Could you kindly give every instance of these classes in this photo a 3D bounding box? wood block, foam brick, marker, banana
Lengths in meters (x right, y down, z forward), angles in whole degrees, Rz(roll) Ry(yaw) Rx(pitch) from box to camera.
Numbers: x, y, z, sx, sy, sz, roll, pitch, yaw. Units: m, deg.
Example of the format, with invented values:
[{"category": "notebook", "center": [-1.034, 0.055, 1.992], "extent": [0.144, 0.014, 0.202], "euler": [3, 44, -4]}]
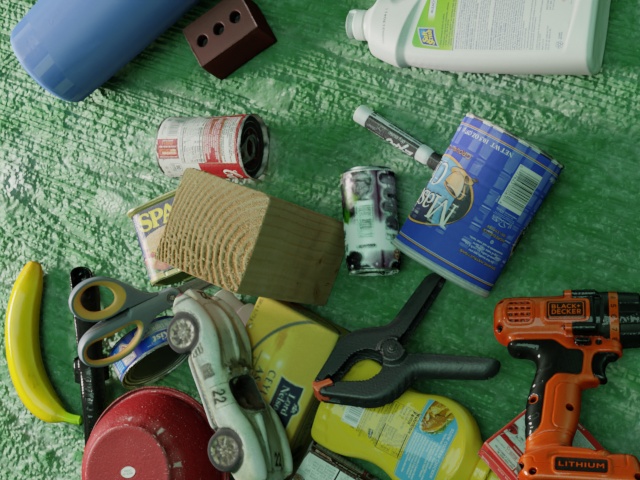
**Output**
[{"category": "wood block", "center": [-0.056, 0.001, 1.008], "extent": [0.091, 0.205, 0.090], "euler": [20, 92, 23]}, {"category": "foam brick", "center": [-0.097, -0.218, 1.135], "extent": [0.078, 0.051, 0.053], "euler": [-33, 72, 16]}, {"category": "marker", "center": [0.085, -0.098, 1.064], "extent": [0.121, 0.020, 0.020], "euler": [35, 97, 22]}, {"category": "banana", "center": [-0.320, 0.124, 1.198], "extent": [0.069, 0.037, 0.198], "euler": [-20, 77, 1]}]

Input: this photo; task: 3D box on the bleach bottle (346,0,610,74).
[{"category": "bleach bottle", "center": [0.145, -0.214, 1.030], "extent": [0.251, 0.068, 0.102], "euler": [7, 86, 25]}]

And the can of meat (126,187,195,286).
[{"category": "can of meat", "center": [-0.144, -0.006, 1.128], "extent": [0.102, 0.057, 0.084], "euler": [-22, 78, 18]}]

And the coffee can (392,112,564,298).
[{"category": "coffee can", "center": [0.145, -0.032, 0.986], "extent": [0.103, 0.102, 0.140], "euler": [32, 96, 22]}]

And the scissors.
[{"category": "scissors", "center": [-0.165, 0.045, 1.064], "extent": [0.201, 0.096, 0.016], "euler": [-39, 24, -21]}]

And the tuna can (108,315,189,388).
[{"category": "tuna can", "center": [-0.176, 0.116, 1.110], "extent": [0.086, 0.086, 0.034], "euler": [-40, 69, 13]}]

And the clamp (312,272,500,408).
[{"category": "clamp", "center": [0.078, 0.113, 0.993], "extent": [0.171, 0.039, 0.120], "euler": [-33, 53, -9]}]

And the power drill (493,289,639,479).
[{"category": "power drill", "center": [0.241, 0.129, 0.921], "extent": [0.185, 0.057, 0.187], "euler": [-3, 56, 16]}]

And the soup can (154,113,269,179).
[{"category": "soup can", "center": [-0.114, -0.098, 1.119], "extent": [0.102, 0.068, 0.068], "euler": [2, 84, 23]}]

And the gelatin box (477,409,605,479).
[{"category": "gelatin box", "center": [0.197, 0.190, 0.955], "extent": [0.089, 0.030, 0.073], "euler": [-33, 68, -23]}]

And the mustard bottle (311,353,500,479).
[{"category": "mustard bottle", "center": [0.092, 0.187, 1.005], "extent": [0.192, 0.058, 0.096], "euler": [25, 86, 23]}]

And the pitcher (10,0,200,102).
[{"category": "pitcher", "center": [-0.224, -0.272, 1.156], "extent": [0.243, 0.144, 0.149], "euler": [-39, 32, 17]}]

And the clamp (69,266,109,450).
[{"category": "clamp", "center": [-0.245, 0.129, 1.138], "extent": [0.036, 0.165, 0.210], "euler": [-5, 103, -13]}]

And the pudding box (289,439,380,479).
[{"category": "pudding box", "center": [0.002, 0.265, 1.035], "extent": [0.090, 0.039, 0.113], "euler": [30, 98, 6]}]

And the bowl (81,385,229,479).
[{"category": "bowl", "center": [-0.169, 0.219, 1.010], "extent": [0.162, 0.055, 0.162], "euler": [-3, 83, 21]}]
